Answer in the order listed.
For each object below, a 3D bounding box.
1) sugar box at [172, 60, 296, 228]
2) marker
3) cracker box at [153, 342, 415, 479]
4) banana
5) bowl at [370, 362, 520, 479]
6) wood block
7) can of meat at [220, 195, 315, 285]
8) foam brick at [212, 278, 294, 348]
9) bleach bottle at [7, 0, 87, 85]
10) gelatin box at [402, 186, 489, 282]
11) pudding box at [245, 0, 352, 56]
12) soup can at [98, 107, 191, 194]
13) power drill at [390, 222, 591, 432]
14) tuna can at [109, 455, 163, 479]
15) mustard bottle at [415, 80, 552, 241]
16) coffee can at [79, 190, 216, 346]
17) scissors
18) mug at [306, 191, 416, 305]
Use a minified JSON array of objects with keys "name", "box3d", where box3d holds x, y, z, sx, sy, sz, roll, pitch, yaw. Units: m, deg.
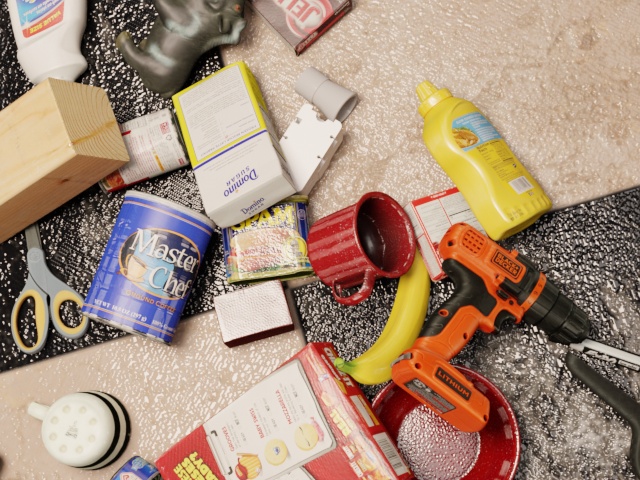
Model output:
[{"name":"sugar box","box3d":[-0.094,-0.105,1.148,0.093,0.048,0.176,-27,56,11]},{"name":"marker","box3d":[0.297,0.116,1.133,0.121,0.020,0.020,20,81,7]},{"name":"cracker box","box3d":[-0.036,0.228,1.074,0.214,0.072,0.164,-38,73,14]},{"name":"banana","box3d":[0.079,0.087,1.113,0.037,0.069,0.197,1,39,33]},{"name":"bowl","box3d":[0.123,0.209,1.107,0.162,0.055,0.162,-1,79,3]},{"name":"wood block","box3d":[-0.316,-0.078,1.130,0.206,0.090,0.090,-28,76,25]},{"name":"can of meat","box3d":[-0.058,0.001,1.159,0.102,0.057,0.084,-7,81,2]},{"name":"foam brick","box3d":[-0.071,0.079,1.147,0.078,0.051,0.053,-15,78,0]},{"name":"bleach bottle","box3d":[-0.307,-0.280,1.226,0.102,0.068,0.251,-12,81,2]},{"name":"gelatin box","box3d":[0.138,-0.008,1.149,0.073,0.030,0.089,-19,78,-27]},{"name":"pudding box","box3d":[-0.032,-0.281,1.219,0.090,0.039,0.113,-43,79,-4]},{"name":"soup can","box3d":[-0.200,-0.100,1.180,0.102,0.068,0.068,-20,79,-1]},{"name":"power drill","box3d":[0.170,0.097,1.076,0.184,0.057,0.187,35,62,-2]},{"name":"tuna can","box3d":[-0.201,0.265,1.101,0.034,0.086,0.086,33,83,10]},{"name":"mustard bottle","box3d":[0.164,-0.094,1.148,0.096,0.058,0.192,-22,73,-45]},{"name":"coffee can","box3d":[-0.183,0.030,1.137,0.103,0.103,0.140,19,81,7]},{"name":"scissors","box3d":[-0.298,0.027,1.189,0.096,0.016,0.202,4,79,3]},{"name":"mug","box3d":[0.039,0.014,1.119,0.093,0.082,0.117,27,57,-35]}]
